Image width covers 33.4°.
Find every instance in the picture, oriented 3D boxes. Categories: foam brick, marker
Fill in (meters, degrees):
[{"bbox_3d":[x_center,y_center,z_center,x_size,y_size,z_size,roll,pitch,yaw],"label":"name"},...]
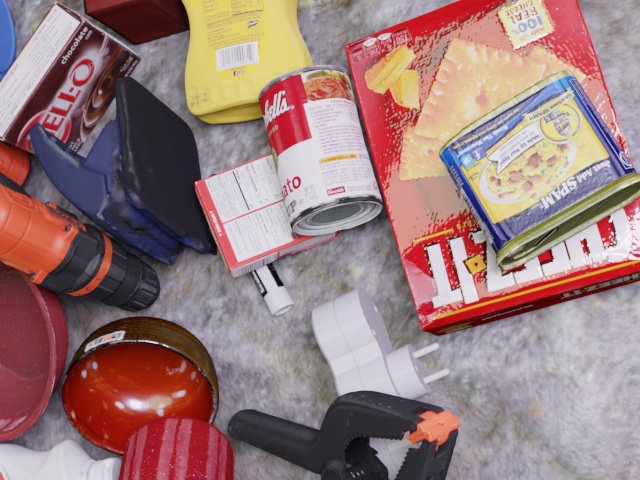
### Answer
[{"bbox_3d":[-0.145,-0.195,0.836,0.051,0.078,0.053,-12,78,18],"label":"foam brick"},{"bbox_3d":[-0.055,0.001,0.808,0.020,0.020,0.121,-32,74,12],"label":"marker"}]

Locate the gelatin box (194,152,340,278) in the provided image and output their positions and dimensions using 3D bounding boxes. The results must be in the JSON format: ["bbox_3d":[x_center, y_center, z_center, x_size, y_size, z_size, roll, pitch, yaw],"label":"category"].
[{"bbox_3d":[-0.039,-0.023,0.788,0.089,0.030,0.073,-22,75,-7],"label":"gelatin box"}]

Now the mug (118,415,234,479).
[{"bbox_3d":[-0.091,0.182,0.753,0.117,0.081,0.093,20,120,-15],"label":"mug"}]

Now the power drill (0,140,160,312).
[{"bbox_3d":[-0.221,-0.024,0.808,0.188,0.184,0.057,37,91,39],"label":"power drill"}]

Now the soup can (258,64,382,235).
[{"bbox_3d":[0.000,-0.062,0.749,0.068,0.068,0.102,-18,74,15],"label":"soup can"}]

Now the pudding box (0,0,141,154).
[{"bbox_3d":[-0.204,-0.120,0.838,0.039,0.090,0.113,34,93,20],"label":"pudding box"}]

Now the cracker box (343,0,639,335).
[{"bbox_3d":[0.122,-0.059,0.730,0.164,0.072,0.214,-17,78,15],"label":"cracker box"}]

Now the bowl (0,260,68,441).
[{"bbox_3d":[-0.251,0.072,0.830,0.162,0.055,0.162,5,101,28],"label":"bowl"}]

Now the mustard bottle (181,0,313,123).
[{"bbox_3d":[-0.061,-0.190,0.817,0.096,0.058,0.191,-9,80,16],"label":"mustard bottle"}]

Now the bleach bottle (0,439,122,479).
[{"bbox_3d":[-0.270,0.196,0.830,0.251,0.068,0.102,-13,80,14],"label":"bleach bottle"}]

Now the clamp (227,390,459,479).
[{"bbox_3d":[0.024,0.165,0.697,0.210,0.036,0.164,-35,79,50],"label":"clamp"}]

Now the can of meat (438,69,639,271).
[{"bbox_3d":[0.134,-0.043,0.657,0.102,0.057,0.084,-31,74,10],"label":"can of meat"}]
